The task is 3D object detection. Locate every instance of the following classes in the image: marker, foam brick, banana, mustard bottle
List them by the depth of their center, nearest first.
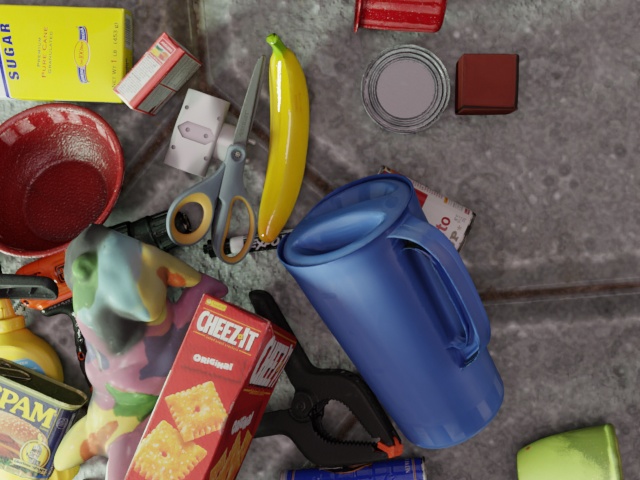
[{"bbox_3d":[0.156,-0.146,1.006,0.053,0.078,0.051,0,93,2],"label":"foam brick"},{"bbox_3d":[-0.038,-0.099,1.029,0.037,0.069,0.198,8,102,34],"label":"banana"},{"bbox_3d":[-0.057,0.001,1.058,0.121,0.020,0.020,-8,93,4],"label":"marker"},{"bbox_3d":[-0.304,0.152,1.065,0.096,0.058,0.191,-9,93,5],"label":"mustard bottle"}]

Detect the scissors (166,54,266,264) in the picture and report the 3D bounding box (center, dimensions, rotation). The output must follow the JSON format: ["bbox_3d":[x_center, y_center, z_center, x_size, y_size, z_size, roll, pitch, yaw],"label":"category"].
[{"bbox_3d":[-0.099,-0.075,1.017,0.096,0.016,0.202,-2,102,-15],"label":"scissors"}]

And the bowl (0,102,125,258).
[{"bbox_3d":[-0.258,-0.050,1.035,0.162,0.055,0.162,-4,68,10],"label":"bowl"}]

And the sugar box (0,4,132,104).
[{"bbox_3d":[-0.275,-0.183,1.050,0.176,0.048,0.093,2,93,3],"label":"sugar box"}]

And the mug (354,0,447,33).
[{"bbox_3d":[0.077,-0.249,1.008,0.081,0.093,0.117,5,57,-1],"label":"mug"}]

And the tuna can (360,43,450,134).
[{"bbox_3d":[0.082,-0.145,1.033,0.086,0.033,0.086,0,93,4],"label":"tuna can"}]

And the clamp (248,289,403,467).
[{"bbox_3d":[-0.020,0.166,1.031,0.210,0.036,0.164,31,99,23],"label":"clamp"}]

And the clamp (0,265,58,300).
[{"bbox_3d":[-0.338,0.058,1.022,0.172,0.039,0.120,23,60,39],"label":"clamp"}]

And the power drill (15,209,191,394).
[{"bbox_3d":[-0.189,0.078,1.055,0.184,0.057,0.187,-22,90,5],"label":"power drill"}]

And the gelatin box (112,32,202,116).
[{"bbox_3d":[-0.155,-0.158,1.021,0.030,0.089,0.073,43,95,2],"label":"gelatin box"}]

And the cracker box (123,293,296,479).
[{"bbox_3d":[-0.098,0.165,0.939,0.072,0.164,0.213,22,84,9],"label":"cracker box"}]

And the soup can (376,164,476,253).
[{"bbox_3d":[0.089,-0.020,1.023,0.102,0.068,0.068,27,95,1],"label":"soup can"}]

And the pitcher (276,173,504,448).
[{"bbox_3d":[0.079,0.071,0.960,0.145,0.149,0.242,-26,115,11],"label":"pitcher"}]

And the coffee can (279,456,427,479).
[{"bbox_3d":[0.036,0.265,1.025,0.140,0.103,0.103,-7,93,4],"label":"coffee can"}]

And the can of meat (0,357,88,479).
[{"bbox_3d":[-0.285,0.169,1.008,0.102,0.057,0.084,24,95,-1],"label":"can of meat"}]
